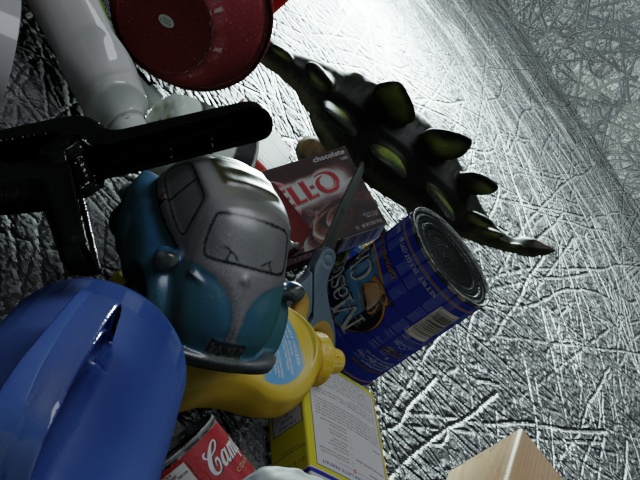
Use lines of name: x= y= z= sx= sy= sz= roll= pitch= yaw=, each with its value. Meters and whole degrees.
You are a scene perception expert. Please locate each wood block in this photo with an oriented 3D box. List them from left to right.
wood block: x=0.144 y=0.252 z=0.870 sx=0.091 sy=0.090 sz=0.205 roll=52 pitch=24 yaw=-2

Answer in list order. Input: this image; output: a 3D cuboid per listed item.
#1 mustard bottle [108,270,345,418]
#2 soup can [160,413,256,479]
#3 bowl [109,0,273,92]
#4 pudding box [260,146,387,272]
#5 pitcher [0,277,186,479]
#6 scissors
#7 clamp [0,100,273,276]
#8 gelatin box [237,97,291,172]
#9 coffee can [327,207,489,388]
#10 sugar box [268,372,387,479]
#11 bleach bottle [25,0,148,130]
mustard bottle: x=-0.058 y=0.076 z=0.737 sx=0.191 sy=0.058 sz=0.096 roll=11 pitch=41 yaw=-40
soup can: x=-0.061 y=0.165 z=0.642 sx=0.102 sy=0.069 sz=0.068 roll=52 pitch=23 yaw=-3
bowl: x=-0.124 y=-0.197 z=0.928 sx=0.162 sy=0.162 sz=0.055 roll=49 pitch=33 yaw=-9
pudding box: x=-0.010 y=-0.028 z=0.971 sx=0.113 sy=0.039 sz=0.090 roll=-18 pitch=67 yaw=-23
pitcher: x=-0.132 y=0.100 z=0.494 sx=0.242 sy=0.149 sz=0.145 roll=-78 pitch=146 yaw=-69
scissors: x=0.008 y=0.035 z=0.892 sx=0.201 sy=0.016 sz=0.096 roll=-54 pitch=126 yaw=-31
clamp: x=-0.141 y=-0.048 z=0.652 sx=0.164 sy=0.210 sz=0.036 roll=-38 pitch=126 yaw=-33
gelatin box: x=-0.067 y=-0.089 z=1.036 sx=0.073 sy=0.030 sz=0.089 roll=46 pitch=24 yaw=-17
coffee can: x=0.061 y=0.052 z=0.934 sx=0.102 sy=0.140 sz=0.103 roll=41 pitch=26 yaw=-25
sugar box: x=0.007 y=0.173 z=0.786 sx=0.093 sy=0.048 sz=0.176 roll=35 pitch=32 yaw=-31
bleach bottle: x=-0.201 y=-0.183 z=0.857 sx=0.251 sy=0.068 sz=0.102 roll=62 pitch=-4 yaw=17
